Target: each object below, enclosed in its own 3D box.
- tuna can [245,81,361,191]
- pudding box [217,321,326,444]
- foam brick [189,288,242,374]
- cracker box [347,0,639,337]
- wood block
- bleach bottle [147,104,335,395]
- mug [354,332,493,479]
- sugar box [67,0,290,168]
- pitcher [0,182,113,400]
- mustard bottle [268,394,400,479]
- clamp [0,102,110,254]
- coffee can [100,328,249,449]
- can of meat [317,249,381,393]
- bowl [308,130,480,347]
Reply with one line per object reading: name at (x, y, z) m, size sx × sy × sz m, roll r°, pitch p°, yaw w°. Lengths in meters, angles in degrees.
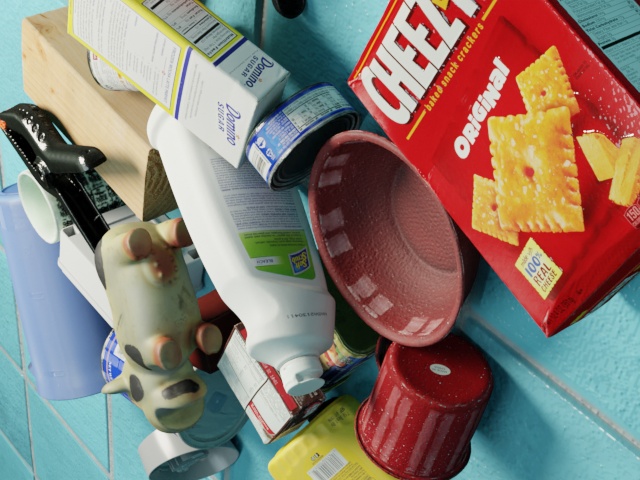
tuna can at (-0.013, -0.077, 0.788) m, size 0.034 × 0.086 × 0.086 m, roll 51°, pitch 145°, yaw 14°
pudding box at (-0.044, 0.117, 0.901) m, size 0.090 × 0.039 × 0.114 m, roll 57°, pitch 155°, yaw 13°
foam brick at (-0.095, 0.083, 1.015) m, size 0.051 × 0.078 × 0.053 m, roll 16°, pitch 124°, yaw 46°
cracker box at (0.123, -0.075, 0.619) m, size 0.214 × 0.072 × 0.164 m, roll 53°, pitch 145°, yaw 17°
wood block at (-0.183, -0.124, 0.984) m, size 0.206 × 0.090 × 0.090 m, roll 44°, pitch 142°, yaw 26°
bleach bottle at (-0.055, 0.001, 0.825) m, size 0.068 × 0.102 × 0.251 m, roll -56°, pitch 47°, yaw 51°
mug at (0.075, 0.112, 0.803) m, size 0.117 × 0.093 × 0.082 m, roll -119°, pitch 32°, yaw -41°
sugar box at (-0.108, -0.141, 0.794) m, size 0.176 × 0.048 × 0.093 m, roll 37°, pitch 150°, yaw 6°
pitcher at (-0.277, 0.048, 1.210) m, size 0.145 × 0.149 × 0.243 m, roll 23°, pitch 127°, yaw 64°
mustard bottle at (0.052, 0.230, 0.905) m, size 0.096 × 0.058 × 0.191 m, roll -43°, pitch 86°, yaw 12°
clamp at (-0.242, -0.059, 1.004) m, size 0.210 × 0.036 × 0.164 m, roll 38°, pitch 148°, yaw 38°
coffee can at (-0.146, 0.139, 1.100) m, size 0.141 × 0.102 × 0.103 m, roll 24°, pitch 130°, yaw 44°
can of meat at (0.003, 0.066, 0.891) m, size 0.102 × 0.057 × 0.084 m, roll 57°, pitch 144°, yaw 10°
bowl at (0.061, -0.008, 0.758) m, size 0.162 × 0.055 × 0.162 m, roll 34°, pitch 135°, yaw 41°
